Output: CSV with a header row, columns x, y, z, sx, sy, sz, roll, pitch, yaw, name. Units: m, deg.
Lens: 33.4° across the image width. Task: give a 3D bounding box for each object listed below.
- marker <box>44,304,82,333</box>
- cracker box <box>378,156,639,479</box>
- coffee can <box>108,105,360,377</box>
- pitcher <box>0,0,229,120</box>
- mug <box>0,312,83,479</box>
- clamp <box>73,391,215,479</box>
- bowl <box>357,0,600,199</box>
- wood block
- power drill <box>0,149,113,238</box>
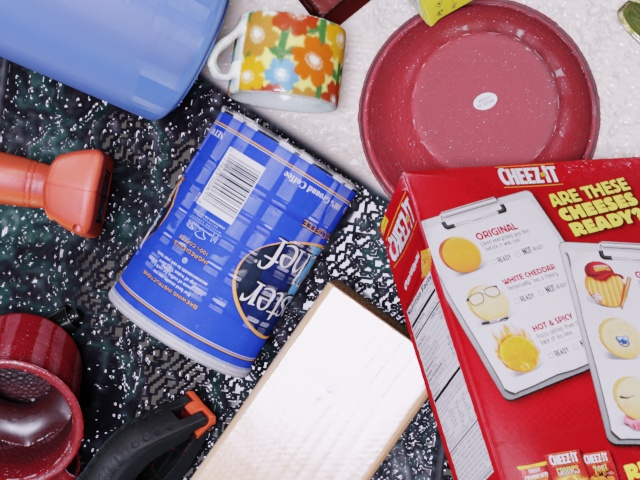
x,y,z,sx,sy,sz,roll,pitch,yaw,name
-0.218,0.076,0.730,0.121,0.020,0.020,-27,87,4,marker
0.140,0.060,0.612,0.164,0.072,0.214,-5,59,-18,cracker box
-0.054,0.001,0.677,0.103,0.103,0.140,31,91,4,coffee can
-0.177,-0.181,0.646,0.242,0.145,0.149,25,132,-20,pitcher
-0.191,0.108,0.690,0.093,0.081,0.117,-30,113,5,mug
-0.138,0.171,0.697,0.171,0.120,0.039,-36,65,-15,clamp
0.104,-0.084,0.690,0.162,0.055,0.162,0,89,4,bowl
-0.015,0.135,0.679,0.091,0.090,0.206,35,92,5,wood block
-0.228,-0.047,0.661,0.187,0.184,0.057,12,90,-5,power drill
